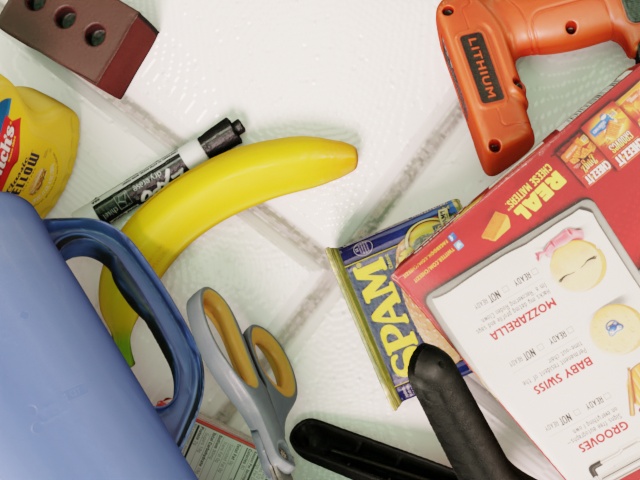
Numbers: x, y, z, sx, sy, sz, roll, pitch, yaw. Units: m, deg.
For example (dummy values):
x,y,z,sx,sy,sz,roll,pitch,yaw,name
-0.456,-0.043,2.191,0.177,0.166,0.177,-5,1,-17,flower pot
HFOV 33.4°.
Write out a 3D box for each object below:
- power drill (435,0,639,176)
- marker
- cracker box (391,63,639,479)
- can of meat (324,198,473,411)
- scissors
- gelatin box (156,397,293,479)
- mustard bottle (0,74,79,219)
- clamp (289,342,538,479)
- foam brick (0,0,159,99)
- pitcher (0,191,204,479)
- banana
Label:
x,y,z,sx,sy,sz,roll,pitch,yaw,name
0.171,-0.101,0.605,0.187,0.057,0.184,-19,74,4,power drill
-0.100,-0.040,0.664,0.121,0.020,0.020,-31,84,5,marker
0.167,0.043,0.541,0.164,0.072,0.214,-41,87,11,cracker box
0.061,0.036,0.621,0.084,0.057,0.102,-23,85,3,can of meat
-0.019,0.114,0.591,0.016,0.096,0.202,-35,68,16,scissors
-0.071,0.147,0.646,0.089,0.030,0.073,23,89,8,gelatin box
-0.198,-0.050,0.590,0.058,0.191,0.096,30,91,8,mustard bottle
0.085,0.146,0.597,0.210,0.165,0.036,42,57,-11,clamp
-0.149,-0.131,0.658,0.078,0.051,0.053,30,91,8,foam brick
-0.138,0.097,0.553,0.149,0.144,0.243,-43,71,10,pitcher
-0.069,-0.010,0.652,0.198,0.037,0.069,-41,101,5,banana
